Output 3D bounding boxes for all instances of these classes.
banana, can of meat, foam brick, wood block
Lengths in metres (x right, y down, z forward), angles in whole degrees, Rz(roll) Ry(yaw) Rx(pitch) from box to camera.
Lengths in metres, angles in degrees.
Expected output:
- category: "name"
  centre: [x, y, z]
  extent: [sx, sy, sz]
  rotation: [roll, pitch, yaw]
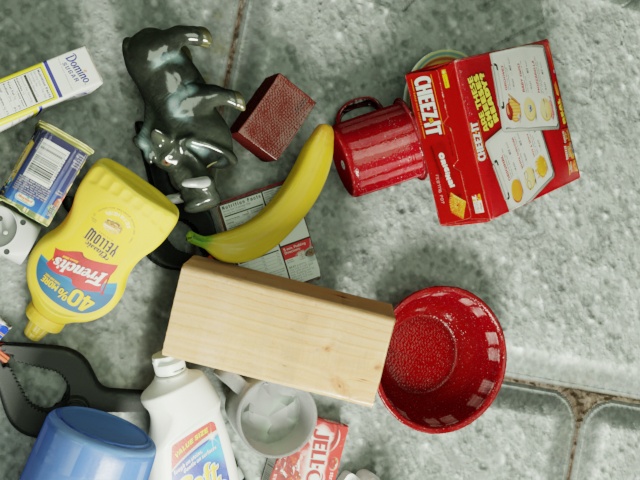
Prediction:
- category: "banana"
  centre: [-0.045, -0.036, 1.079]
  extent: [0.197, 0.037, 0.069]
  rotation: [-43, 129, -23]
- category: "can of meat"
  centre: [-0.265, -0.063, 1.018]
  extent: [0.057, 0.102, 0.084]
  rotation: [31, 83, -17]
- category: "foam brick"
  centre: [-0.052, -0.127, 1.116]
  extent: [0.053, 0.051, 0.078]
  rotation: [38, 80, -17]
- category: "wood block"
  centre: [-0.039, 0.085, 1.038]
  extent: [0.206, 0.091, 0.090]
  rotation: [14, 96, 0]

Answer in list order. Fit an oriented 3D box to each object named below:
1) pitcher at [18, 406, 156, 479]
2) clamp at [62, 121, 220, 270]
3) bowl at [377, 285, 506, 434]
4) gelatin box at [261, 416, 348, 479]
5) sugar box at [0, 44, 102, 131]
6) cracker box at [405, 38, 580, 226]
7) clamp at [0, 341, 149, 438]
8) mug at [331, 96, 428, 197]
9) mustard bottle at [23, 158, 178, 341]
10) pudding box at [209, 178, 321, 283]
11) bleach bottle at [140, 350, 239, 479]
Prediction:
- category: "pitcher"
  centre: [-0.234, 0.288, 0.993]
  extent: [0.149, 0.145, 0.243]
  rotation: [20, 93, -11]
- category: "clamp"
  centre: [-0.162, -0.036, 1.088]
  extent: [0.171, 0.039, 0.120]
  rotation: [36, 83, -15]
- category: "bowl"
  centre: [0.122, 0.129, 1.178]
  extent: [0.162, 0.055, 0.162]
  rotation: [0, 91, -19]
- category: "gelatin box"
  centre: [-0.016, 0.232, 1.146]
  extent: [0.073, 0.030, 0.089]
  rotation: [17, 86, -19]
- category: "sugar box"
  centre: [-0.299, -0.129, 1.009]
  extent: [0.176, 0.093, 0.048]
  rotation: [-29, 100, -17]
- category: "cracker box"
  centre: [0.187, -0.119, 1.139]
  extent: [0.213, 0.072, 0.164]
  rotation: [-22, 100, -49]
- category: "clamp"
  centre: [-0.249, 0.179, 1.062]
  extent: [0.209, 0.036, 0.164]
  rotation: [36, 79, -20]
- category: "mug"
  centre: [0.055, -0.105, 1.138]
  extent: [0.081, 0.093, 0.117]
  rotation: [-19, 63, -8]
- category: "mustard bottle"
  centre: [-0.228, 0.021, 1.036]
  extent: [0.096, 0.058, 0.192]
  rotation: [35, 102, -13]
- category: "pudding box"
  centre: [-0.057, 0.001, 1.124]
  extent: [0.090, 0.039, 0.113]
  rotation: [-19, 95, -19]
- category: "bleach bottle"
  centre: [-0.135, 0.232, 1.069]
  extent: [0.102, 0.068, 0.251]
  rotation: [-16, 104, -21]
